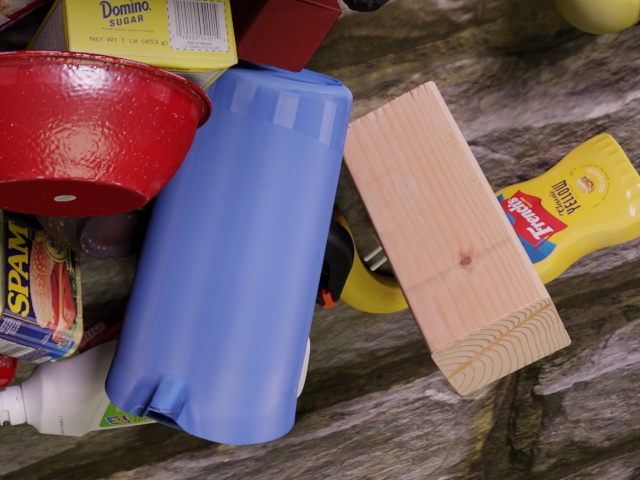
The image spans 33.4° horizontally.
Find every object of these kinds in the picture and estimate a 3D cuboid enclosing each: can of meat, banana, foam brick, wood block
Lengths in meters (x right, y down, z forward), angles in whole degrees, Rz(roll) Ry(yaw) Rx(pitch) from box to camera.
[{"bbox_3d":[-0.218,0.033,0.762,0.058,0.102,0.083,-20,153,26],"label":"can of meat"},{"bbox_3d":[0.040,0.028,0.968,0.069,0.037,0.197,-54,143,5],"label":"banana"},{"bbox_3d":[-0.032,-0.147,0.638,0.052,0.078,0.051,8,135,-38],"label":"foam brick"},{"bbox_3d":[0.094,-0.004,0.794,0.091,0.206,0.090,-27,146,8],"label":"wood block"}]

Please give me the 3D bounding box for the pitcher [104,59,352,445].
[{"bbox_3d":[-0.055,0.001,0.722,0.144,0.149,0.243,6,105,-31],"label":"pitcher"}]

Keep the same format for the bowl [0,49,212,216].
[{"bbox_3d":[-0.139,-0.049,0.579,0.162,0.055,0.162,-1,169,0],"label":"bowl"}]

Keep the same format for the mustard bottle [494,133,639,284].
[{"bbox_3d":[0.191,-0.011,0.941,0.192,0.096,0.058,-29,146,11],"label":"mustard bottle"}]

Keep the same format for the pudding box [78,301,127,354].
[{"bbox_3d":[-0.148,0.093,0.945,0.090,0.039,0.113,-30,144,11],"label":"pudding box"}]

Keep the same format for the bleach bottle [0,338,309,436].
[{"bbox_3d":[-0.139,0.110,0.885,0.250,0.068,0.103,-9,141,-16],"label":"bleach bottle"}]

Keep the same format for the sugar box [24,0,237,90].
[{"bbox_3d":[-0.125,-0.094,0.624,0.093,0.048,0.177,-2,172,-29],"label":"sugar box"}]
